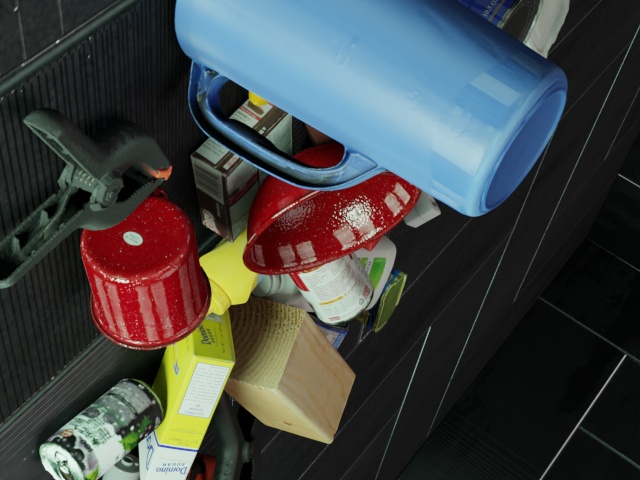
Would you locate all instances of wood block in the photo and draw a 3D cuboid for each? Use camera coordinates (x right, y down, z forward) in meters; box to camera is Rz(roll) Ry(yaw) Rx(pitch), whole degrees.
[{"bbox_3d":[-0.041,0.140,1.142,0.206,0.091,0.090,58,49,-60],"label":"wood block"}]

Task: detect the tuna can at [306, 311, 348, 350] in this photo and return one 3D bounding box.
[{"bbox_3d":[-0.010,0.093,1.237,0.034,0.086,0.086,-61,162,11],"label":"tuna can"}]

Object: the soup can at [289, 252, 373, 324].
[{"bbox_3d":[0.003,0.027,1.067,0.068,0.069,0.102,-49,126,-22],"label":"soup can"}]

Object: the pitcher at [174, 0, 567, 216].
[{"bbox_3d":[0.028,-0.112,0.702,0.144,0.243,0.149,-44,158,-29],"label":"pitcher"}]

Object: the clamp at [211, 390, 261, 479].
[{"bbox_3d":[-0.097,0.232,1.209,0.164,0.036,0.210,-8,104,-70],"label":"clamp"}]

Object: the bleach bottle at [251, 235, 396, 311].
[{"bbox_3d":[-0.005,0.041,1.187,0.250,0.068,0.103,-9,126,-60],"label":"bleach bottle"}]

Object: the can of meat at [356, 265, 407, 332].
[{"bbox_3d":[0.056,0.057,1.353,0.057,0.084,0.102,-44,159,-34],"label":"can of meat"}]

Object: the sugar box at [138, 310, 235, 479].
[{"bbox_3d":[-0.130,0.146,1.008,0.093,0.048,0.176,-106,-144,-54],"label":"sugar box"}]

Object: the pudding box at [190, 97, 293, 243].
[{"bbox_3d":[-0.063,-0.062,0.898,0.090,0.039,0.113,-49,163,-23],"label":"pudding box"}]

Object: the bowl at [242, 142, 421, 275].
[{"bbox_3d":[0.001,-0.034,0.893,0.162,0.055,0.162,-21,159,-9],"label":"bowl"}]

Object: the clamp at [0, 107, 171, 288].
[{"bbox_3d":[-0.150,-0.045,0.693,0.171,0.039,0.120,-41,162,-57],"label":"clamp"}]

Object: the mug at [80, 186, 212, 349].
[{"bbox_3d":[-0.128,0.010,0.790,0.081,0.093,0.117,89,7,-54],"label":"mug"}]

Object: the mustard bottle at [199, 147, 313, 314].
[{"bbox_3d":[-0.057,0.001,0.984,0.191,0.058,0.096,-49,-177,-21],"label":"mustard bottle"}]
